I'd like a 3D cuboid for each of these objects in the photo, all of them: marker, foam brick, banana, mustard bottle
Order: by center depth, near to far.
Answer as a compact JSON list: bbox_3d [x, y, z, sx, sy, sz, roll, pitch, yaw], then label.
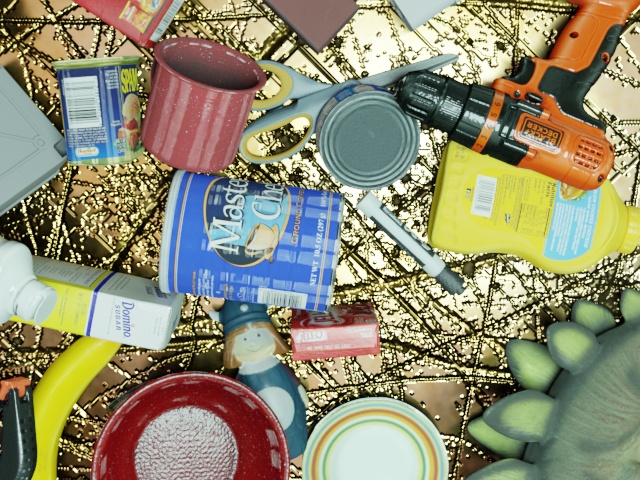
[{"bbox_3d":[-0.013,-0.199,0.881,0.078,0.053,0.051,44,96,-5],"label":"foam brick"},{"bbox_3d":[0.192,-0.023,0.902,0.191,0.058,0.096,11,85,-1],"label":"mustard bottle"},{"bbox_3d":[0.080,0.005,0.926,0.121,0.020,0.020,43,96,-5],"label":"marker"},{"bbox_3d":[-0.229,0.160,0.943,0.069,0.037,0.198,15,98,-10],"label":"banana"}]

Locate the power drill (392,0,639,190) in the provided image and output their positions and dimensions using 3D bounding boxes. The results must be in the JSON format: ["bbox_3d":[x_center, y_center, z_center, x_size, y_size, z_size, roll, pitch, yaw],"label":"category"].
[{"bbox_3d":[0.171,-0.152,0.865,0.184,0.057,0.187,22,84,-3],"label":"power drill"}]

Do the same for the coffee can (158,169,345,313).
[{"bbox_3d":[-0.056,0.001,0.885,0.140,0.103,0.103,8,98,-1],"label":"coffee can"}]

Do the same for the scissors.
[{"bbox_3d":[0.009,-0.140,0.908,0.202,0.016,0.096,-33,97,4],"label":"scissors"}]

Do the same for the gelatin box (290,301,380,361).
[{"bbox_3d":[0.012,0.075,0.901,0.073,0.089,0.030,-4,98,1],"label":"gelatin box"}]

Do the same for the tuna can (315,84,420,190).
[{"bbox_3d":[0.039,-0.087,0.897,0.086,0.034,0.086,-3,111,-8],"label":"tuna can"}]

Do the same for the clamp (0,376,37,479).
[{"bbox_3d":[-0.293,0.218,0.923,0.165,0.036,0.210,35,102,15],"label":"clamp"}]

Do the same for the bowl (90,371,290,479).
[{"bbox_3d":[-0.108,0.185,0.883,0.162,0.055,0.162,0,91,-12],"label":"bowl"}]

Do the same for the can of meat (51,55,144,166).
[{"bbox_3d":[-0.178,-0.107,0.872,0.057,0.102,0.084,-4,100,1],"label":"can of meat"}]

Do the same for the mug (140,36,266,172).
[{"bbox_3d":[-0.107,-0.115,0.876,0.117,0.093,0.082,43,127,33],"label":"mug"}]

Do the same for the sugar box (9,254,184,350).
[{"bbox_3d":[-0.208,0.048,0.897,0.176,0.093,0.048,14,98,-1],"label":"sugar box"}]
